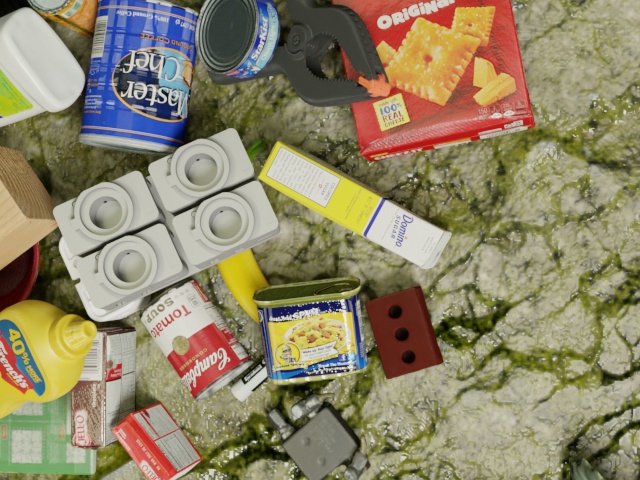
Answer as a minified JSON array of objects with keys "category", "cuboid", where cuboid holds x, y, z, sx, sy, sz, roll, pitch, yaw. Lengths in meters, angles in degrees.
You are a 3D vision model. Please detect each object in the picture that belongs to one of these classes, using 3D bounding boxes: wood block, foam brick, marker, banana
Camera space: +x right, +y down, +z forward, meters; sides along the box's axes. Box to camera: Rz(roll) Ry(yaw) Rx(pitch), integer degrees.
[{"category":"wood block","cuboid":[-0.364,0.004,1.025,0.206,0.090,0.090,-36,83,8]},{"category":"foam brick","cuboid":[0.080,0.087,1.013,0.053,0.051,0.078,-18,86,11]},{"category":"marker","cuboid":[-0.039,0.113,1.052,0.121,0.020,0.020,-41,82,8]},{"category":"banana","cuboid":[-0.075,0.000,1.053,0.070,0.037,0.198,-9,87,11]}]

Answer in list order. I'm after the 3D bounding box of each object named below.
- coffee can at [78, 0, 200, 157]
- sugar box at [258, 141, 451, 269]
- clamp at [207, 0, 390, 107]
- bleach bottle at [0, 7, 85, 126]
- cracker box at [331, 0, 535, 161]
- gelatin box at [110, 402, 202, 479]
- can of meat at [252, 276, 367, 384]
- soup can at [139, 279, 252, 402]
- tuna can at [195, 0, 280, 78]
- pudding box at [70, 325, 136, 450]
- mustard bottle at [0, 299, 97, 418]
[{"category":"coffee can","cuboid":[-0.176,-0.158,1.043,0.103,0.102,0.140,8,90,11]},{"category":"sugar box","cuboid":[0.035,-0.031,1.003,0.176,0.093,0.048,31,95,10]},{"category":"clamp","cuboid":[-0.012,-0.195,0.994,0.210,0.036,0.165,30,108,37]},{"category":"bleach bottle","cuboid":[-0.358,-0.145,1.072,0.251,0.068,0.102,-16,122,34]},{"category":"cracker box","cuboid":[0.101,-0.195,1.004,0.164,0.072,0.214,-11,86,11]},{"category":"gelatin box","cuboid":[-0.158,0.199,1.038,0.030,0.089,0.073,-40,82,8]},{"category":"can of meat","cuboid":[-0.008,0.085,1.007,0.102,0.057,0.084,-7,102,3]},{"category":"soup can","cuboid":[-0.122,0.097,1.045,0.068,0.068,0.102,-37,82,8]},{"category":"tuna can","cuboid":[-0.078,-0.197,1.006,0.086,0.033,0.086,-5,83,43]},{"category":"pudding box","cuboid":[-0.212,0.143,1.050,0.039,0.090,0.113,2,88,9]},{"category":"mustard bottle","cuboid":[-0.275,0.107,1.001,0.192,0.058,0.096,-22,94,36]}]
